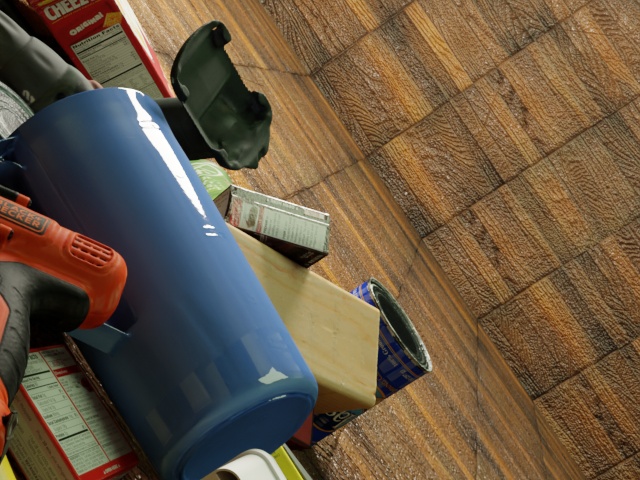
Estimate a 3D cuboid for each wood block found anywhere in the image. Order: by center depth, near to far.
[{"bbox_3d":[-0.047,0.069,0.845,0.205,0.091,0.090,32,54,-47],"label":"wood block"}]

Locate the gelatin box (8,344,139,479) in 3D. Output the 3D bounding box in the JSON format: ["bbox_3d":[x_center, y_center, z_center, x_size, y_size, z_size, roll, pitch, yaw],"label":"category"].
[{"bbox_3d":[-0.150,0.103,0.603,0.089,0.030,0.073,55,11,8],"label":"gelatin box"}]

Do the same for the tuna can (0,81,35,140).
[{"bbox_3d":[-0.230,-0.075,0.770,0.086,0.034,0.086,52,12,-16],"label":"tuna can"}]

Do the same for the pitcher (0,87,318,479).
[{"bbox_3d":[-0.112,0.029,0.669,0.243,0.149,0.145,55,-20,26],"label":"pitcher"}]

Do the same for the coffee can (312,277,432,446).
[{"bbox_3d":[0.017,0.115,0.988,0.102,0.140,0.103,53,12,-16],"label":"coffee can"}]

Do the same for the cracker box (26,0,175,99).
[{"bbox_3d":[-0.223,-0.220,1.011,0.164,0.072,0.213,62,-1,31],"label":"cracker box"}]

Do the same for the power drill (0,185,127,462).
[{"bbox_3d":[-0.191,0.025,0.495,0.184,0.057,0.187,23,28,-11],"label":"power drill"}]

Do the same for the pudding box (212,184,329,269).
[{"bbox_3d":[-0.055,0.001,0.850,0.090,0.114,0.039,16,63,-23],"label":"pudding box"}]
